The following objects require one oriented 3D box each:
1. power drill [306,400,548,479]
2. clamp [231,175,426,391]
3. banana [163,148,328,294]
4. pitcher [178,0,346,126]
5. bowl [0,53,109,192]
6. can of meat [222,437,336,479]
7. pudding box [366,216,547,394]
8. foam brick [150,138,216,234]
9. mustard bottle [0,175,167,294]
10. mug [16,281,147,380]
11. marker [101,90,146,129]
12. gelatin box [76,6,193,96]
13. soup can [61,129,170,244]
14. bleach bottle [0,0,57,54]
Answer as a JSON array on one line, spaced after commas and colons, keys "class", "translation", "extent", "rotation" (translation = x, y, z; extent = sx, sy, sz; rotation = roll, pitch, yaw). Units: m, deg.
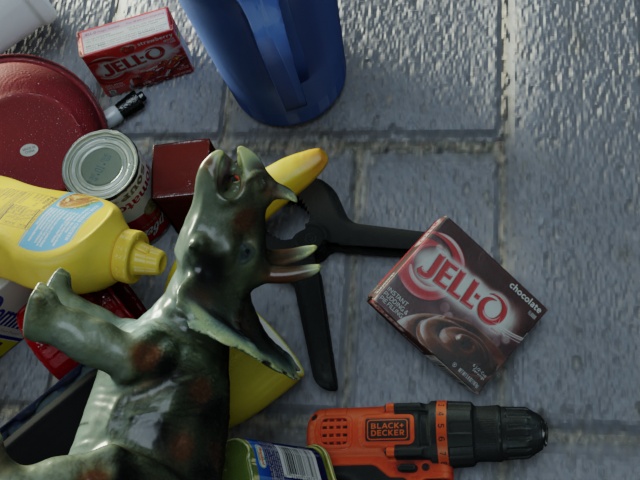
[{"class": "power drill", "translation": [0.079, 0.211, 0.793], "extent": [0.184, 0.057, 0.187], "rotation": [-4, 65, 12]}, {"class": "clamp", "translation": [0.006, 0.001, 0.899], "extent": [0.164, 0.036, 0.210], "rotation": [-39, 67, -7]}, {"class": "banana", "translation": [-0.070, -0.002, 0.873], "extent": [0.070, 0.037, 0.197], "rotation": [27, 75, 41]}, {"class": "pitcher", "translation": [-0.044, -0.184, 0.870], "extent": [0.145, 0.243, 0.149], "rotation": [24, 74, 18]}, {"class": "bowl", "translation": [-0.254, -0.081, 0.917], "extent": [0.161, 0.055, 0.162], "rotation": [-3, 97, -24]}, {"class": "can of meat", "translation": [-0.052, 0.187, 0.783], "extent": [0.102, 0.083, 0.057], "rotation": [-39, 51, 29]}, {"class": "pudding box", "translation": [0.107, 0.051, 0.840], "extent": [0.113, 0.039, 0.090], "rotation": [43, 80, -5]}, {"class": "foam brick", "translation": [-0.109, -0.046, 0.916], "extent": [0.051, 0.078, 0.053], "rotation": [-6, 67, 9]}, {"class": "mustard bottle", "translation": [-0.208, -0.001, 0.822], "extent": [0.192, 0.058, 0.096], "rotation": [11, 35, 16]}, {"class": "mug", "translation": [-0.195, 0.066, 0.868], "extent": [0.081, 0.117, 0.093], "rotation": [-37, 84, -1]}, {"class": "marker", "translation": [-0.213, -0.101, 0.987], "extent": [0.121, 0.020, 0.020], "rotation": [-35, 67, -5]}, {"class": "gelatin box", "translation": [-0.169, -0.171, 0.979], "extent": [0.089, 0.073, 0.030], "rotation": [-16, 66, 3]}, {"class": "soup can", "translation": [-0.172, -0.043, 0.912], "extent": [0.068, 0.102, 0.068], "rotation": [-3, 67, 8]}, {"class": "bleach bottle", "translation": [-0.370, -0.165, 1.004], "extent": [0.250, 0.068, 0.103], "rotation": [-40, 31, -6]}]
